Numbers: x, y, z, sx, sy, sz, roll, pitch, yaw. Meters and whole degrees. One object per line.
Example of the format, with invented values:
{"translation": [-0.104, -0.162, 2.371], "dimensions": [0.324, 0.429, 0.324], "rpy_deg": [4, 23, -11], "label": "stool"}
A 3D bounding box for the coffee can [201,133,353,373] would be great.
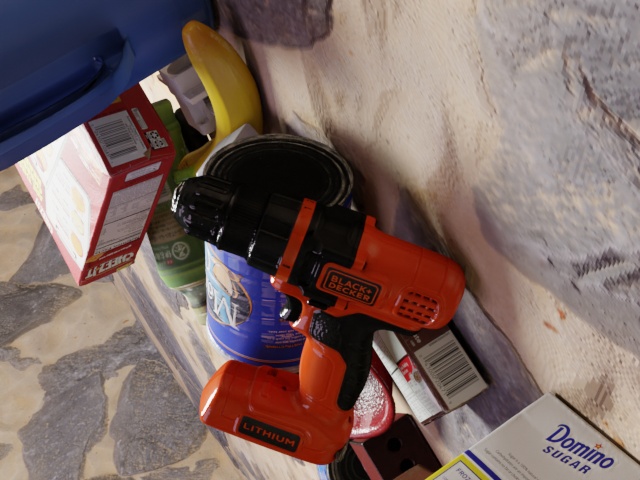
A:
{"translation": [-0.031, 0.011, 0.757], "dimensions": [0.103, 0.102, 0.140], "rpy_deg": [47, 146, 40], "label": "coffee can"}

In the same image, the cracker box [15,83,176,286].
{"translation": [-0.211, -0.080, 0.962], "dimensions": [0.164, 0.072, 0.214], "rpy_deg": [59, 150, 15], "label": "cracker box"}

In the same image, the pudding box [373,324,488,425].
{"translation": [0.065, 0.071, 0.755], "dimensions": [0.113, 0.039, 0.090], "rpy_deg": [59, 168, 11], "label": "pudding box"}

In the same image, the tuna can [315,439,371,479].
{"translation": [0.041, 0.211, 1.018], "dimensions": [0.086, 0.086, 0.034], "rpy_deg": [60, 164, -4], "label": "tuna can"}

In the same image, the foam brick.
{"translation": [0.071, 0.202, 0.963], "dimensions": [0.078, 0.053, 0.051], "rpy_deg": [58, 166, 0], "label": "foam brick"}

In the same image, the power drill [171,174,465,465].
{"translation": [-0.022, 0.054, 0.685], "dimensions": [0.184, 0.057, 0.188], "rpy_deg": [21, 130, 0], "label": "power drill"}

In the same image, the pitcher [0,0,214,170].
{"translation": [-0.201, -0.142, 0.798], "dimensions": [0.149, 0.242, 0.145], "rpy_deg": [59, 166, 0], "label": "pitcher"}

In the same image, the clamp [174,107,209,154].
{"translation": [-0.106, -0.044, 1.086], "dimensions": [0.171, 0.039, 0.120], "rpy_deg": [61, 166, 9], "label": "clamp"}

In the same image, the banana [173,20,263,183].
{"translation": [-0.079, -0.096, 0.846], "dimensions": [0.198, 0.069, 0.037], "rpy_deg": [106, 162, -55], "label": "banana"}
